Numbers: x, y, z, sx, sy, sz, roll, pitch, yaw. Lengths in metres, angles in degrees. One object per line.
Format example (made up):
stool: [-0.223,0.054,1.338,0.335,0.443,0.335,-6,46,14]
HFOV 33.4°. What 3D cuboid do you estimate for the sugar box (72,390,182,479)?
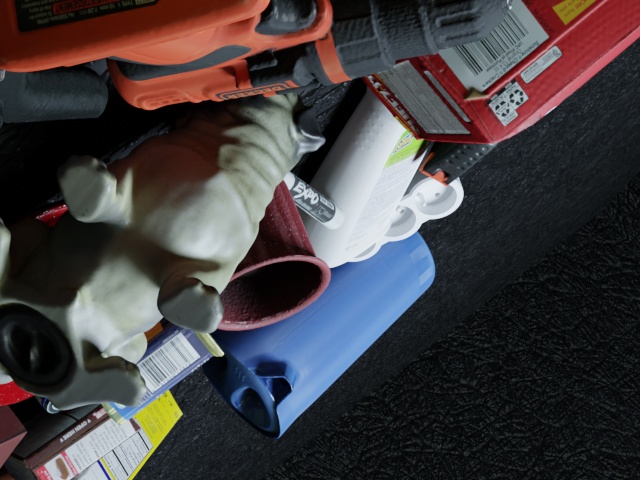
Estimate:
sugar box: [-0.194,0.188,0.904,0.093,0.048,0.176,-24,-165,24]

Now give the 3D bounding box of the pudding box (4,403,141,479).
pudding box: [-0.205,0.157,0.854,0.090,0.039,0.114,-35,-168,-25]

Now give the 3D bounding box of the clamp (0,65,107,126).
clamp: [-0.138,-0.059,0.428,0.120,0.039,0.172,-43,176,-19]

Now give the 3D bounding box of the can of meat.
can of meat: [-0.127,0.063,0.725,0.084,0.102,0.057,-37,134,-7]

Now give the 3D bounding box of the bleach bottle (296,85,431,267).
bleach bottle: [0.054,-0.082,0.851,0.102,0.068,0.251,-35,164,-39]

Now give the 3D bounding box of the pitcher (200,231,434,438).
pitcher: [-0.008,0.071,1.071,0.242,0.149,0.145,-39,152,-24]

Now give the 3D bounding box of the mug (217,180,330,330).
mug: [-0.055,0.001,0.733,0.093,0.081,0.117,-31,151,16]

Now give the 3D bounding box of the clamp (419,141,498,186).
clamp: [0.145,-0.126,0.802,0.210,0.036,0.164,-57,-166,17]

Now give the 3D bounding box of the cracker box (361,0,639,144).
cracker box: [0.114,-0.127,0.590,0.164,0.072,0.214,-40,-173,0]

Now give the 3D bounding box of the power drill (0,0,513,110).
power drill: [-0.026,-0.090,0.409,0.185,0.057,0.187,-10,178,16]

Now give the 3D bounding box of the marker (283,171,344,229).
marker: [-0.018,-0.037,0.800,0.020,0.020,0.121,-43,145,9]
